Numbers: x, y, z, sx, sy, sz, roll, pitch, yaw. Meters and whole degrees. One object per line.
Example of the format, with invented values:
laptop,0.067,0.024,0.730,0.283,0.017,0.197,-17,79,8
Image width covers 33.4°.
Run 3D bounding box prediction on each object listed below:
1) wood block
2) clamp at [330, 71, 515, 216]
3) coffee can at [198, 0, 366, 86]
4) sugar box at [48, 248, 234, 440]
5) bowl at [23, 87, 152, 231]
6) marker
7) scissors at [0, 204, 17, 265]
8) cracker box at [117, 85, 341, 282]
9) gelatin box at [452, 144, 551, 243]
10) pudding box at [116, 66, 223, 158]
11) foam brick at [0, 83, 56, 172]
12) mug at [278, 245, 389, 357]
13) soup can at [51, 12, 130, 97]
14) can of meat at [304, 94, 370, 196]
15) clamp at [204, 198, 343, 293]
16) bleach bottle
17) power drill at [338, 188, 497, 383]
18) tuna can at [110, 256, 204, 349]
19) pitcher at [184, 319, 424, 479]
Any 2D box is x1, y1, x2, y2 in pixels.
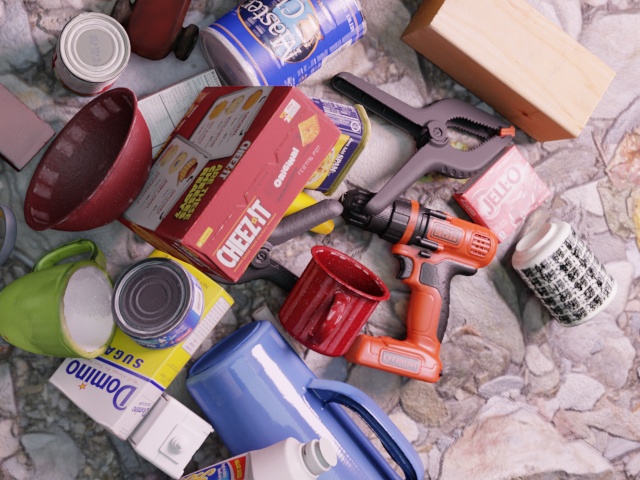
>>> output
wood block,0.204,-0.203,1.169,0.206,0.091,0.090,34,82,-15
clamp,0.113,-0.119,1.162,0.209,0.036,0.164,-12,75,-24
coffee can,-0.039,-0.210,1.089,0.140,0.103,0.103,-39,101,-13
sugar box,-0.178,0.100,1.060,0.093,0.048,0.176,32,76,24
bowl,-0.212,-0.066,1.021,0.055,0.162,0.162,37,80,-34
marker,-0.031,0.123,1.139,0.020,0.020,0.121,-37,100,-13
scissors,-0.323,0.048,1.022,0.016,0.096,0.202,-1,88,-51
cracker box,-0.092,-0.058,0.976,0.072,0.214,0.164,39,80,-26
gelatin box,0.205,-0.052,1.203,0.089,0.030,0.073,-43,102,-12
pudding box,-0.142,-0.116,1.093,0.113,0.039,0.090,-26,98,-17
foam brick,-0.304,-0.110,1.036,0.078,0.053,0.051,43,79,-14
mug,0.010,0.068,1.073,0.093,0.117,0.081,30,106,-9
soup can,-0.223,-0.179,1.034,0.068,0.102,0.068,0,90,-17
can of meat,-0.011,-0.099,1.094,0.083,0.057,0.102,10,132,-30
clamp,-0.057,0.001,1.100,0.171,0.039,0.120,11,104,-24
bleach bottle,-0.094,0.246,1.017,0.251,0.102,0.068,-29,102,20
power drill,0.087,0.049,1.154,0.184,0.057,0.187,17,87,-10
tuna can,-0.157,0.060,1.026,0.086,0.033,0.086,-5,67,12
pitcher,-0.019,0.199,1.084,0.149,0.145,0.243,-38,98,-14
